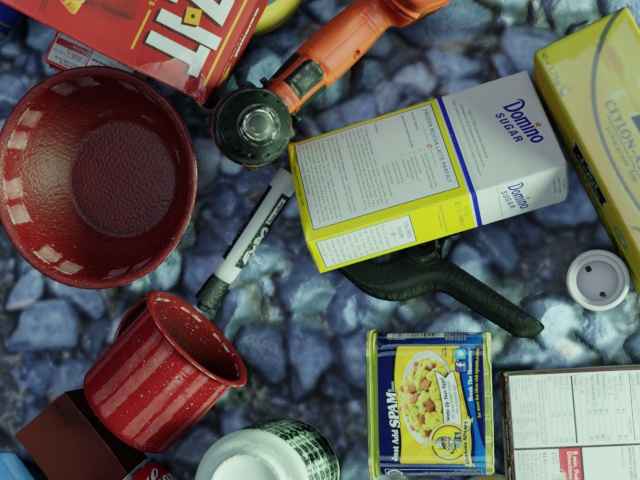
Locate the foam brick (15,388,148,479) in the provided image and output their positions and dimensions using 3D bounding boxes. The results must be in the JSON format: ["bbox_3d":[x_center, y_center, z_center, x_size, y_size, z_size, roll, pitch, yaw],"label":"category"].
[{"bbox_3d":[-0.173,0.154,0.785,0.053,0.051,0.078,-41,79,6],"label":"foam brick"}]

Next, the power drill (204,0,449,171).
[{"bbox_3d":[0.002,-0.122,0.711,0.187,0.184,0.057,-41,100,-2],"label":"power drill"}]

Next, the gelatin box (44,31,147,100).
[{"bbox_3d":[-0.159,-0.159,0.816,0.073,0.030,0.089,25,92,11],"label":"gelatin box"}]

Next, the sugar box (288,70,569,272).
[{"bbox_3d":[0.071,-0.047,0.726,0.176,0.048,0.093,-15,53,4],"label":"sugar box"}]

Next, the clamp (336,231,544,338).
[{"bbox_3d":[0.082,-0.004,0.749,0.171,0.039,0.120,11,72,15],"label":"clamp"}]

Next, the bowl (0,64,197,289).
[{"bbox_3d":[-0.158,-0.046,0.789,0.162,0.055,0.162,1,92,15],"label":"bowl"}]

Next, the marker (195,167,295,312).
[{"bbox_3d":[-0.055,0.001,0.787,0.020,0.020,0.121,35,94,12],"label":"marker"}]

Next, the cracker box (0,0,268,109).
[{"bbox_3d":[-0.133,-0.209,0.716,0.213,0.072,0.164,27,96,-2],"label":"cracker box"}]

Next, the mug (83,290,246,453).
[{"bbox_3d":[-0.119,0.089,0.766,0.081,0.093,0.117,-46,47,10],"label":"mug"}]

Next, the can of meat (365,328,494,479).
[{"bbox_3d":[0.076,0.111,0.732,0.084,0.057,0.102,-2,86,10],"label":"can of meat"}]

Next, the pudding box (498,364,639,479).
[{"bbox_3d":[0.178,0.129,0.711,0.113,0.039,0.090,-3,82,3],"label":"pudding box"}]
